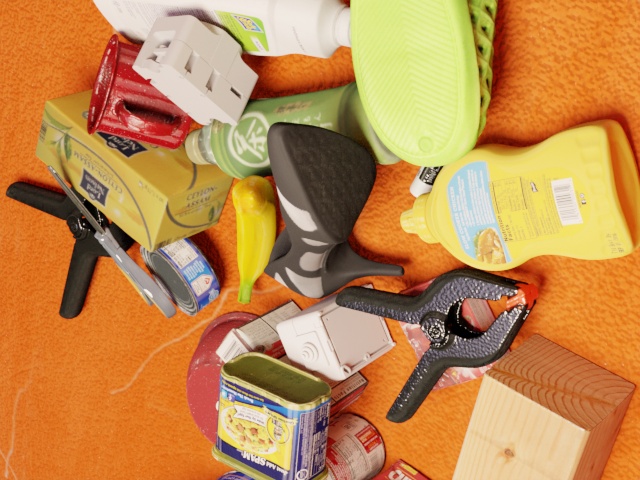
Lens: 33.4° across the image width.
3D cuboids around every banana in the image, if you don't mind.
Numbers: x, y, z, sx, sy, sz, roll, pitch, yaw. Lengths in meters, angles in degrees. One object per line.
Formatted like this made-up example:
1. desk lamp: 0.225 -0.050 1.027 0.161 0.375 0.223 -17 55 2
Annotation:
1. banana: -0.057 -0.013 0.935 0.198 0.037 0.069 95 175 -62

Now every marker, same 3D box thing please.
1. marker: 0.103 -0.084 0.839 0.020 0.020 0.121 40 126 21

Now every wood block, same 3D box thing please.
1. wood block: 0.162 0.194 0.848 0.091 0.090 0.206 28 122 29

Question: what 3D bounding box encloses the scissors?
1. scissors: -0.195 0.011 1.034 0.096 0.016 0.201 37 163 36

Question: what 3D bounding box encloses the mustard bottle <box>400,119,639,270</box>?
1. mustard bottle: 0.141 -0.027 0.804 0.192 0.058 0.096 -9 102 40

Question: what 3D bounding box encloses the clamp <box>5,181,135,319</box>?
1. clamp: -0.247 -0.008 1.133 0.210 0.036 0.164 -17 95 41

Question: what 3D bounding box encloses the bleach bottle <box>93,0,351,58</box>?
1. bleach bottle: -0.070 -0.193 0.898 0.251 0.102 0.068 16 75 26

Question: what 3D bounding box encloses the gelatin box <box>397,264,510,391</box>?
1. gelatin box: 0.107 0.073 0.886 0.073 0.030 0.089 -26 90 41

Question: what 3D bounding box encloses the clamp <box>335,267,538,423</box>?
1. clamp: 0.097 0.080 0.850 0.172 0.039 0.120 -15 98 37

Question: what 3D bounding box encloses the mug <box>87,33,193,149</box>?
1. mug: -0.156 -0.125 0.953 0.117 0.081 0.093 -115 43 -59

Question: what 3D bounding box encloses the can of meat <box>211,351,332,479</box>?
1. can of meat: -0.040 0.151 0.894 0.102 0.057 0.084 19 116 32

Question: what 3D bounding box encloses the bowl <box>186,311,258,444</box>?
1. bowl: -0.080 0.155 1.049 0.162 0.055 0.162 14 114 34

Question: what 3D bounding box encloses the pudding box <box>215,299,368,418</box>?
1. pudding box: -0.024 0.115 0.967 0.113 0.089 0.039 47 127 15

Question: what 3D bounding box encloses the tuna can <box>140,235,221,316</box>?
1. tuna can: -0.136 0.030 1.038 0.086 0.033 0.086 42 156 23

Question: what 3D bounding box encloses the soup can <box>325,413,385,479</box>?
1. soup can: 0.005 0.207 0.969 0.069 0.102 0.068 15 115 34
